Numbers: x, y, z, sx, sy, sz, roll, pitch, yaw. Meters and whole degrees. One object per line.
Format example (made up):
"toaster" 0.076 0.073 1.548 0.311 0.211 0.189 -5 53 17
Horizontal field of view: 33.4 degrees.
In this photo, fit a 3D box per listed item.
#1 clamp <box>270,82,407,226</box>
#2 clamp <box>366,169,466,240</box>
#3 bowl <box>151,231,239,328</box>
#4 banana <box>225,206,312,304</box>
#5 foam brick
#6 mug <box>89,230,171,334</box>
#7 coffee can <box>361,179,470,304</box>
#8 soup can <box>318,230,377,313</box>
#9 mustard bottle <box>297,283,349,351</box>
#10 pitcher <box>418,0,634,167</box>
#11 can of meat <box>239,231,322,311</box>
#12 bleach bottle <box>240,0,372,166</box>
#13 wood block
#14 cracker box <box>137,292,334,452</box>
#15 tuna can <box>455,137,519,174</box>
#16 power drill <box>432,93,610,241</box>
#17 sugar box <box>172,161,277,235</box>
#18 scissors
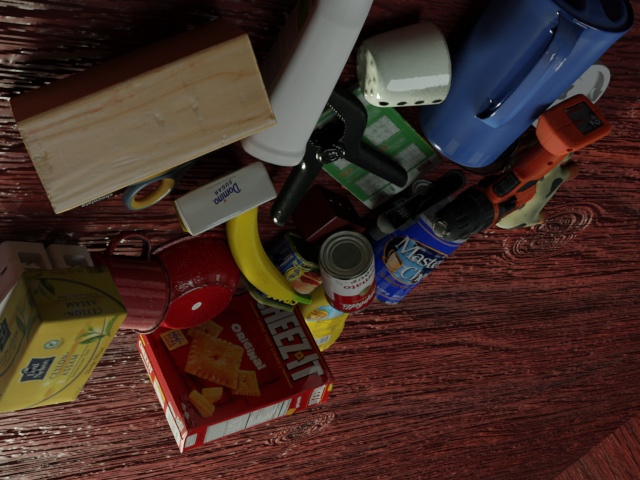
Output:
"clamp" 0.000 -0.098 1.163 0.164 0.036 0.210 -23 142 2
"clamp" 0.093 -0.029 1.272 0.120 0.039 0.172 -25 174 -25
"bowl" -0.160 0.060 1.302 0.162 0.055 0.162 -22 151 -13
"banana" -0.074 0.009 1.274 0.070 0.037 0.197 -15 132 15
"foam brick" 0.008 -0.026 1.315 0.051 0.053 0.078 -39 152 19
"mug" -0.223 0.046 1.193 0.081 0.093 0.117 8 103 -46
"coffee can" 0.114 0.003 1.408 0.102 0.103 0.140 5 138 -47
"soup can" 0.034 0.039 1.318 0.068 0.068 0.102 -25 153 -8
"mustard bottle" 0.006 0.088 1.500 0.096 0.058 0.192 -11 148 -28
"pitcher" 0.206 -0.184 1.141 0.148 0.145 0.243 -10 150 -39
"can of meat" -0.041 0.040 1.378 0.084 0.057 0.102 -41 151 16
"bleach bottle" 0.000 -0.188 0.979 0.068 0.102 0.251 15 135 -20
"wood block" -0.157 -0.112 0.939 0.206 0.091 0.090 -23 115 -11
"cracker box" -0.112 0.161 1.400 0.213 0.164 0.072 -16 152 -23
"tuna can" 0.195 -0.122 1.290 0.086 0.086 0.034 -18 153 -20
"power drill" 0.223 -0.078 1.197 0.184 0.057 0.188 -29 168 -44
"sugar box" -0.103 -0.043 1.101 0.093 0.048 0.176 -26 -177 -8
"scissors" -0.122 -0.081 1.072 0.201 0.016 0.096 -19 151 -39
